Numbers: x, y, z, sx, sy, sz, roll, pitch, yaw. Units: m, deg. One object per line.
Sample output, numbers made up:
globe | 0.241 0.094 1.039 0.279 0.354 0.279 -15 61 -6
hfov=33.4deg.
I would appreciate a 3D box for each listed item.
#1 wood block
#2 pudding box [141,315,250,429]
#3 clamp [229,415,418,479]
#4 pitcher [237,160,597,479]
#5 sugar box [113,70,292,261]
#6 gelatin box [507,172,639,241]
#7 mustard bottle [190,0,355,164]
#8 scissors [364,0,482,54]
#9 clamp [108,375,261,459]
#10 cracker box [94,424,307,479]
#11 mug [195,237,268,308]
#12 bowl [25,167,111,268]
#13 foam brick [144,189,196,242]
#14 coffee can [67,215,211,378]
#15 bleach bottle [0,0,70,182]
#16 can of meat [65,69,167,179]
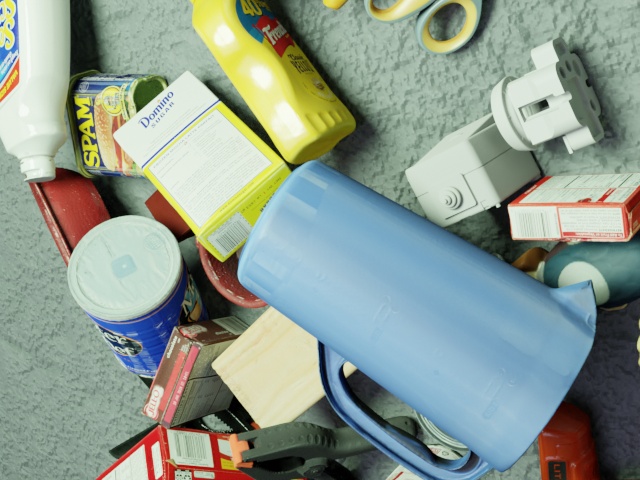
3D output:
wood block | 0.008 0.074 0.928 0.090 0.090 0.206 51 129 6
pudding box | -0.111 0.122 1.006 0.039 0.113 0.090 29 103 24
clamp | -0.008 0.197 0.964 0.039 0.171 0.120 -109 34 -41
pitcher | 0.061 0.056 0.768 0.243 0.149 0.145 32 153 7
sugar box | -0.099 -0.067 0.907 0.176 0.093 0.048 46 176 45
gelatin box | 0.191 -0.024 0.768 0.089 0.073 0.030 1 110 34
mustard bottle | -0.051 -0.154 0.871 0.058 0.096 0.191 -38 84 25
scissors | 0.127 -0.202 0.769 0.202 0.016 0.096 -25 126 21
clamp | -0.151 0.168 1.116 0.210 0.036 0.164 4 109 32
cracker box | -0.138 0.264 1.062 0.214 0.163 0.072 -42 47 38
mug | -0.056 0.001 0.949 0.117 0.081 0.093 6 112 33
bowl | -0.238 -0.012 1.063 0.162 0.055 0.162 58 164 26
foam brick | -0.115 -0.040 0.992 0.078 0.052 0.051 -37 86 40
coffee can | -0.165 0.056 0.997 0.103 0.102 0.140 31 159 22
bleach bottle | -0.268 -0.181 0.986 0.103 0.067 0.251 -11 84 43
can of meat | -0.188 -0.109 1.014 0.084 0.057 0.102 6 112 31
